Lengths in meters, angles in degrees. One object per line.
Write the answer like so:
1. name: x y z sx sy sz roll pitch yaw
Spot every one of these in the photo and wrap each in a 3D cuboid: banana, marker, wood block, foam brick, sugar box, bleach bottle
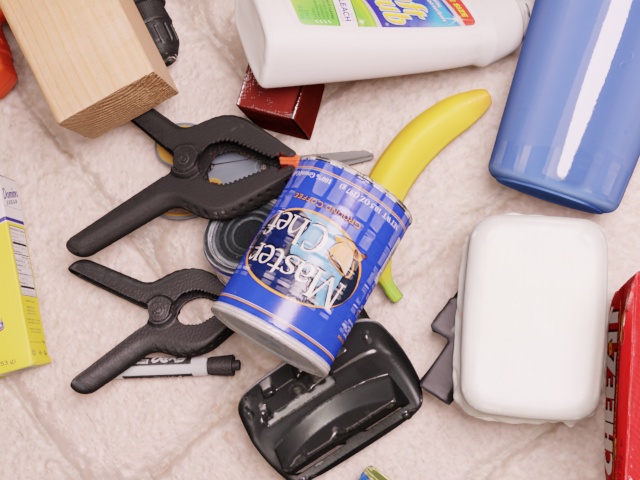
1. banana: 0.075 -0.049 0.908 0.069 0.037 0.198 25 91 -7
2. marker: -0.129 0.111 0.935 0.121 0.020 0.020 -3 84 10
3. wood block: -0.210 -0.200 0.889 0.090 0.091 0.206 -28 85 5
4. foam brick: -0.032 -0.124 0.912 0.051 0.078 0.053 15 85 12
5. sugar box: -0.308 0.037 0.961 0.093 0.048 0.176 -15 83 8
6. bleach bottle: 0.063 -0.181 0.872 0.250 0.068 0.102 -7 54 -18

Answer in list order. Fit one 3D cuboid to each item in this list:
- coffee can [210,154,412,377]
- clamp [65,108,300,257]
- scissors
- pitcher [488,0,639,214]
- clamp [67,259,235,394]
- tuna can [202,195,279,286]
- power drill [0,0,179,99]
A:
1. coffee can: -0.006 0.020 0.827 0.103 0.103 0.140 28 77 12
2. clamp: -0.118 -0.054 0.914 0.210 0.036 0.164 8 74 16
3. scissors: -0.062 -0.080 0.944 0.202 0.016 0.096 -21 81 7
4. pitcher: 0.230 -0.146 0.849 0.149 0.144 0.243 19 92 23
5. clamp: -0.144 0.057 0.931 0.171 0.039 0.120 -15 75 -1
6. tuna can: -0.056 0.001 0.908 0.086 0.033 0.086 -8 56 12
7. power drill: -0.236 -0.204 0.968 0.187 0.057 0.184 -28 77 4
